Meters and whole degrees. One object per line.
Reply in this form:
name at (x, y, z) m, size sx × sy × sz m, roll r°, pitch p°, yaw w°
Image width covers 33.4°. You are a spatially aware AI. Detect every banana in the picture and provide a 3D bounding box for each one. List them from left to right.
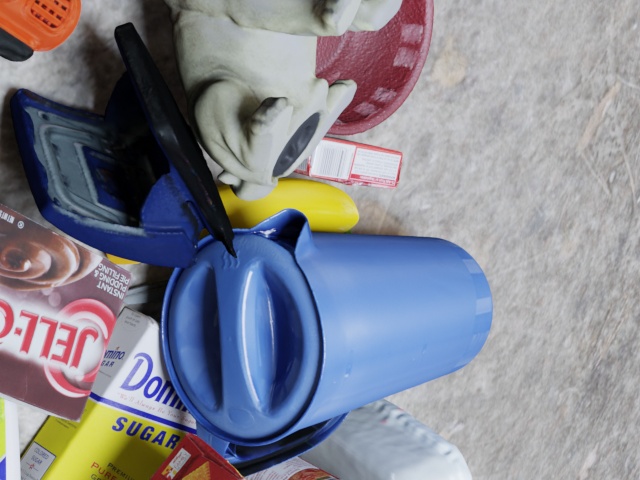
banana at (-0.045, -0.013, 0.725) m, size 0.197 × 0.037 × 0.070 m, roll -3°, pitch 135°, yaw -33°

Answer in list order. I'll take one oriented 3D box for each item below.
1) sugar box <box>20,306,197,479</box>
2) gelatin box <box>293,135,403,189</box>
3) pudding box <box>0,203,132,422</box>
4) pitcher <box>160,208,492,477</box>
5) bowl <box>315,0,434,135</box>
sugar box at (-0.139, 0.143, 0.706) m, size 0.093 × 0.048 × 0.176 m, roll 45°, pitch 72°, yaw -39°
gelatin box at (0.003, -0.059, 0.759) m, size 0.089 × 0.073 × 0.030 m, roll 5°, pitch 98°, yaw -43°
pudding box at (-0.164, 0.038, 0.574) m, size 0.113 × 0.039 × 0.090 m, roll 33°, pitch 67°, yaw -41°
pitcher at (0.014, 0.064, 0.740) m, size 0.242 × 0.149 × 0.145 m, roll -3°, pitch 70°, yaw -53°
bowl at (0.005, -0.157, 0.746) m, size 0.161 × 0.055 × 0.162 m, roll -12°, pitch 109°, yaw -39°
